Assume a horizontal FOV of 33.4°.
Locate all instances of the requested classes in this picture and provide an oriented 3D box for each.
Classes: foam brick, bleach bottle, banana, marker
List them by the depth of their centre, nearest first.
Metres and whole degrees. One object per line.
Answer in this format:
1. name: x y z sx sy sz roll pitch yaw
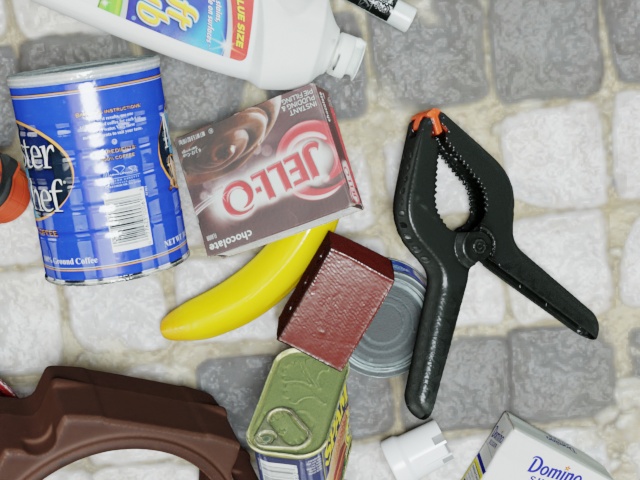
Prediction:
1. bleach bottle: -0.087 -0.174 0.724 0.250 0.068 0.103 20 103 -6
2. foam brick: 0.010 0.041 0.741 0.051 0.053 0.078 29 101 -6
3. marker: 0.010 -0.181 0.742 0.121 0.020 0.020 27 102 -6
4. banana: -0.039 0.009 0.781 0.070 0.037 0.198 39 99 18

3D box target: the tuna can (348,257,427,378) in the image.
1. tuna can: 0.045 0.058 0.790 0.086 0.034 0.086 0 103 1

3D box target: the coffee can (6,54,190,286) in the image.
1. coffee can: -0.150 -0.050 0.731 0.103 0.103 0.140 -7 103 2

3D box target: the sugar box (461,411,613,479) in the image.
1. sugar box: 0.139 0.230 0.826 0.093 0.048 0.176 30 98 -6

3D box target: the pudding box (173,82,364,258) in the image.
1. pudding box: -0.036 -0.046 0.742 0.114 0.039 0.090 -20 79 17

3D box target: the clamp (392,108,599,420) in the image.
1. clamp: 0.115 0.006 0.765 0.164 0.036 0.210 -14 94 -22

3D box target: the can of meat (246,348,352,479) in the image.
1. can of meat: -0.011 0.142 0.766 0.057 0.102 0.084 4 129 14
